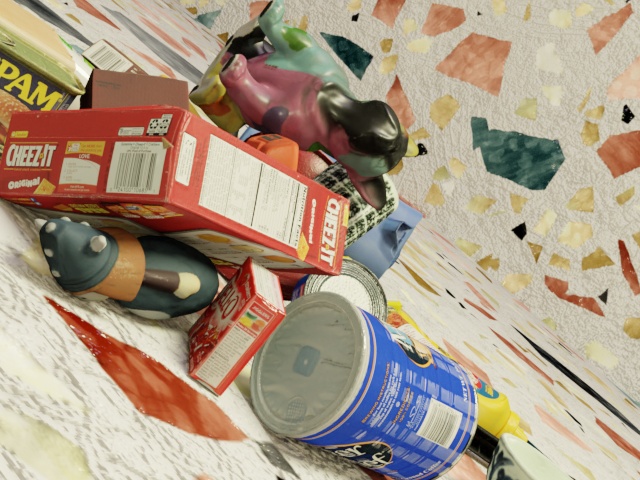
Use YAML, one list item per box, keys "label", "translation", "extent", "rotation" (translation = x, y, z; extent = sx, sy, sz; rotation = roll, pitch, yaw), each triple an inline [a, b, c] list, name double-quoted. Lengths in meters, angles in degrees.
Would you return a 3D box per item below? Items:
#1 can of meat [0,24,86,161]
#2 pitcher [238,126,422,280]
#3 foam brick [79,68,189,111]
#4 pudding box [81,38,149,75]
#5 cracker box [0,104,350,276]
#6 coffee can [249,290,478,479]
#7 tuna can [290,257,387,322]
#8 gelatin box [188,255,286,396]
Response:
- label: "can of meat"
  translation: [-0.243, -0.110, 0.796]
  extent: [0.102, 0.084, 0.057]
  rotation: [32, 11, -38]
- label: "pitcher"
  translation: [-0.007, -0.044, 1.335]
  extent: [0.243, 0.149, 0.145]
  rotation: [37, 23, -1]
- label: "foam brick"
  translation: [-0.145, -0.096, 0.832]
  extent: [0.078, 0.053, 0.051]
  rotation: [6, -21, -21]
- label: "pudding box"
  translation: [-0.209, -0.151, 1.152]
  extent: [0.113, 0.039, 0.090]
  rotation: [41, -30, 6]
- label: "cracker box"
  translation: [-0.102, -0.033, 0.788]
  extent: [0.164, 0.072, 0.213]
  rotation: [3, -12, 33]
- label: "coffee can"
  translation: [0.033, 0.108, 0.766]
  extent: [0.140, 0.103, 0.103]
  rotation: [31, 12, -42]
- label: "tuna can"
  translation: [0.016, 0.061, 0.969]
  extent: [0.086, 0.086, 0.034]
  rotation: [37, -31, -11]
- label: "gelatin box"
  translation: [-0.060, 0.057, 0.742]
  extent: [0.030, 0.073, 0.089]
  rotation: [37, 9, -15]
